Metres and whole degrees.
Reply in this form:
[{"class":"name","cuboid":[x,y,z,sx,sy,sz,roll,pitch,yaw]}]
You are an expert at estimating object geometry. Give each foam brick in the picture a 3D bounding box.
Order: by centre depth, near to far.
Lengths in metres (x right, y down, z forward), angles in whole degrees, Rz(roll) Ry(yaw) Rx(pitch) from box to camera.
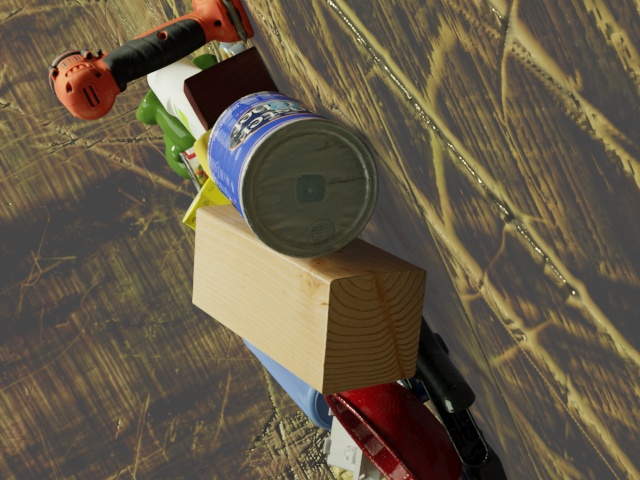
[{"class":"foam brick","cuboid":[-0.086,-0.143,1.024,0.051,0.078,0.053,63,173,1]}]

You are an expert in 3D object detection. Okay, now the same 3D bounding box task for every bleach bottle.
[{"class":"bleach bottle","cuboid":[-0.112,-0.129,1.128,0.251,0.068,0.102,47,165,26]}]

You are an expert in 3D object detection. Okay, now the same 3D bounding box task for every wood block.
[{"class":"wood block","cuboid":[-0.016,0.038,0.863,0.206,0.090,0.091,26,116,52]}]

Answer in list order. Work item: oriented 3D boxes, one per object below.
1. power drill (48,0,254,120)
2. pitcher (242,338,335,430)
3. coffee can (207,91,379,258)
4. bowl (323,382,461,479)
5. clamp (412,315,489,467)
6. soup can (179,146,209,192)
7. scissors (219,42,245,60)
[{"class":"power drill","cuboid":[-0.164,-0.179,0.996,0.057,0.187,0.185,63,172,-25]},{"class":"pitcher","cuboid":[-0.020,0.153,1.479,0.243,0.149,0.145,-136,43,-58]},{"class":"coffee can","cuboid":[-0.025,-0.055,0.822,0.103,0.102,0.140,64,173,-21]},{"class":"bowl","cuboid":[0.074,0.176,0.942,0.162,0.055,0.162,47,168,13]},{"class":"clamp","cuboid":[0.090,0.105,0.876,0.171,0.039,0.120,-117,8,-46]},{"class":"soup can","cuboid":[-0.099,-0.092,1.208,0.068,0.102,0.068,60,173,12]},{"class":"scissors","cuboid":[-0.064,-0.133,1.143,0.096,0.016,0.201,52,168,46]}]
